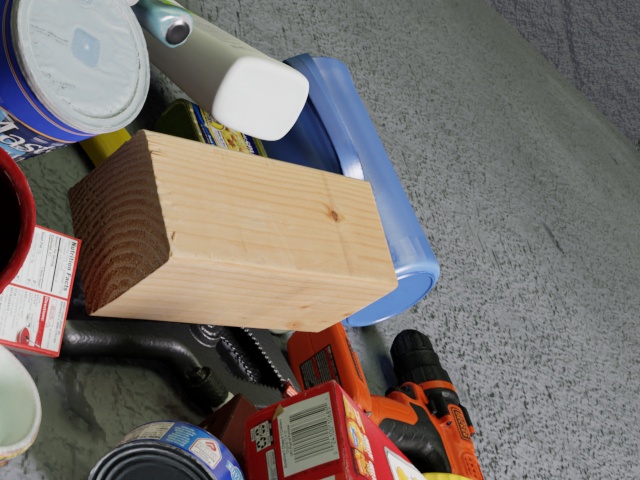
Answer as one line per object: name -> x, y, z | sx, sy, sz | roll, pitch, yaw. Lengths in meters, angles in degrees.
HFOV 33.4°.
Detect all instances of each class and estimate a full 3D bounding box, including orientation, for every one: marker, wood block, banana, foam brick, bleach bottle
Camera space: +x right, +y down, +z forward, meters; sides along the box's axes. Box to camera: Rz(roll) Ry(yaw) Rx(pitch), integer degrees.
marker -> -0.050, 0.128, 0.724 | 0.121, 0.020, 0.020 | 53, 19, -26
wood block -> -0.054, 0.001, 0.722 | 0.205, 0.090, 0.091 | 9, 58, -45
banana -> -0.158, -0.051, 0.817 | 0.069, 0.037, 0.198 | 20, 36, -50
foam brick -> -0.059, 0.144, 0.671 | 0.051, 0.053, 0.078 | 45, 23, -10
bleach bottle -> -0.125, -0.181, 0.975 | 0.102, 0.068, 0.251 | 13, 21, -49

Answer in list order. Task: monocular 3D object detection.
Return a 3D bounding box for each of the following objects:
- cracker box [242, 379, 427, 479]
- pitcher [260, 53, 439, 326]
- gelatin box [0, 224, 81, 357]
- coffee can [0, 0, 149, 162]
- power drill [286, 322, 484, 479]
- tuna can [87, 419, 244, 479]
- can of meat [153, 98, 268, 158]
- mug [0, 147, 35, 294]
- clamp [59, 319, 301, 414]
cracker box -> 0.036, 0.209, 0.643 | 0.213, 0.072, 0.164 | 52, 20, -45
pitcher -> 0.015, -0.050, 1.004 | 0.149, 0.145, 0.243 | 8, 49, -52
gelatin box -> -0.184, 0.024, 0.613 | 0.089, 0.030, 0.073 | 24, 68, -52
coffee can -> -0.191, -0.101, 0.661 | 0.102, 0.141, 0.103 | 22, 62, -50
power drill -> 0.056, 0.127, 0.902 | 0.187, 0.057, 0.184 | 29, 30, -39
tuna can -> -0.084, 0.143, 0.586 | 0.086, 0.086, 0.033 | 49, 21, -1
can of meat -> -0.094, -0.069, 0.938 | 0.083, 0.058, 0.102 | 21, 35, -45
mug -> -0.203, -0.002, 0.527 | 0.117, 0.082, 0.093 | -4, 80, -18
clamp -> -0.094, 0.066, 0.739 | 0.210, 0.036, 0.164 | 47, 38, -20
